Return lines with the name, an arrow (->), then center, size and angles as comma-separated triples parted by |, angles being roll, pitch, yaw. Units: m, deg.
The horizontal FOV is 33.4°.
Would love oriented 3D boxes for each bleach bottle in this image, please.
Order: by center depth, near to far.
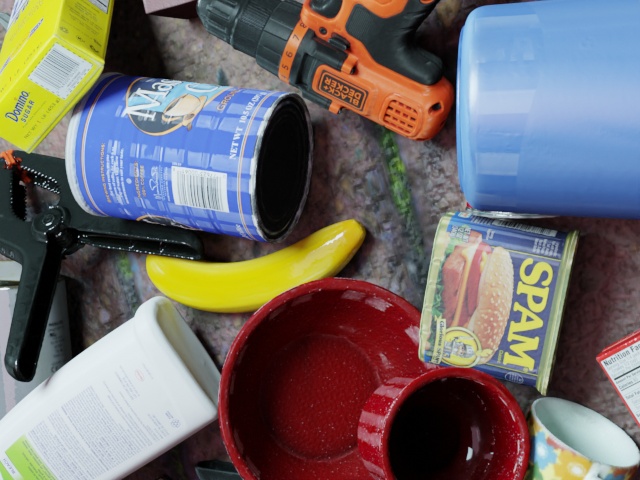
bleach bottle -> -0.197, 0.147, 0.799 | 0.251, 0.068, 0.102 | -31, 98, 11

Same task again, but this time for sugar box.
sugar box -> -0.188, -0.152, 0.758 | 0.093, 0.048, 0.176 | -41, 36, 27

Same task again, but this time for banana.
banana -> -0.057, 0.019, 0.779 | 0.198, 0.037, 0.069 | 1, 98, 28

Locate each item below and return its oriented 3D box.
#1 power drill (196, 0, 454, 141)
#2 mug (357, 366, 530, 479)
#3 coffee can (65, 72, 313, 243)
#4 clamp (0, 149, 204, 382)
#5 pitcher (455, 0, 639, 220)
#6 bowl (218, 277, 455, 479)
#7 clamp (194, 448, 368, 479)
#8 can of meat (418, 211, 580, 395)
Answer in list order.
power drill -> 0.017, -0.166, 0.653 | 0.184, 0.057, 0.188 | 27, 138, 7
mug -> 0.064, 0.133, 0.659 | 0.093, 0.082, 0.117 | 35, 79, -7
coffee can -> -0.088, -0.058, 0.736 | 0.140, 0.102, 0.103 | 9, 102, 19
clamp -> -0.189, -0.008, 0.815 | 0.164, 0.036, 0.210 | -30, 51, -4
pitcher -> 0.195, -0.078, 0.545 | 0.243, 0.149, 0.145 | 1, 112, 12
bowl -> 0.007, 0.107, 0.720 | 0.162, 0.055, 0.162 | 1, 84, -14
clamp -> -0.009, 0.162, 0.775 | 0.172, 0.039, 0.120 | 27, 113, 23
can of meat -> 0.111, 0.036, 0.670 | 0.084, 0.057, 0.102 | 12, 104, 15
